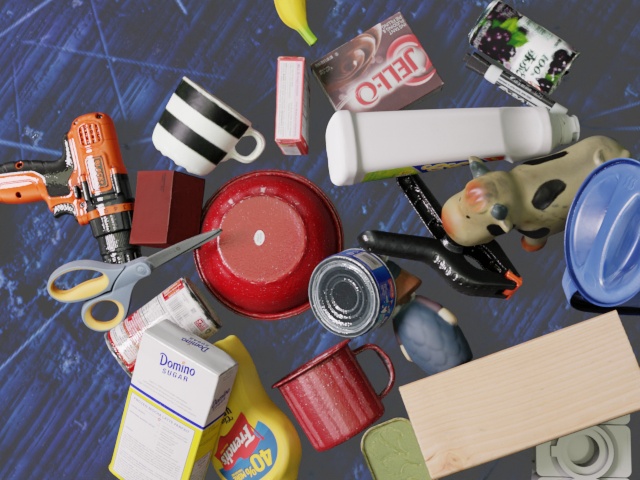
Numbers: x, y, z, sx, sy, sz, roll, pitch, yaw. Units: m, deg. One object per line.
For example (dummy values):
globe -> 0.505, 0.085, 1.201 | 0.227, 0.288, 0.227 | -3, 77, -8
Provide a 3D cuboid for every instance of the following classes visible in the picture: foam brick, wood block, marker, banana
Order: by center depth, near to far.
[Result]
wood block -> 0.190, 0.144, 0.986 | 0.206, 0.090, 0.091 | -21, 78, 10
foam brick -> -0.158, -0.031, 1.105 | 0.053, 0.051, 0.078 | 2, 82, 35
marker -> 0.202, -0.160, 1.113 | 0.121, 0.020, 0.020 | 33, 88, 7
banana -> -0.005, -0.308, 1.140 | 0.069, 0.037, 0.198 | 21, 87, -11

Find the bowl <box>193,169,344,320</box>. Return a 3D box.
bowl -> -0.057, 0.001, 1.101 | 0.162, 0.055, 0.162 | -1, 84, 5

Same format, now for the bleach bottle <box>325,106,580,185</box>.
bleach bottle -> 0.136, -0.101, 1.059 | 0.250, 0.102, 0.068 | -6, 85, -7

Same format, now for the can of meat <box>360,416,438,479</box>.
can of meat -> 0.082, 0.225, 1.051 | 0.057, 0.084, 0.102 | -23, 83, 2

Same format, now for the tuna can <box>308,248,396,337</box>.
tuna can -> 0.031, 0.053, 1.062 | 0.086, 0.033, 0.086 | 8, 105, 33

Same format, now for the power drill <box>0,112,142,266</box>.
power drill -> -0.287, -0.028, 1.125 | 0.187, 0.057, 0.184 | -13, 86, 2

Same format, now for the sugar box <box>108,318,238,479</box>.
sugar box -> -0.146, 0.174, 1.050 | 0.093, 0.048, 0.176 | 28, 115, 19

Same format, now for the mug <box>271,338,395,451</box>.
mug -> 0.021, 0.150, 1.065 | 0.117, 0.093, 0.081 | -31, 87, -10

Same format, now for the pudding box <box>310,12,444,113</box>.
pudding box -> 0.059, -0.171, 1.116 | 0.113, 0.039, 0.090 | -31, 84, 2

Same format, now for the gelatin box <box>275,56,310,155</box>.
gelatin box -> -0.029, -0.138, 1.103 | 0.030, 0.073, 0.089 | 1, 84, 5

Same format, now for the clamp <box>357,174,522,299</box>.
clamp -> 0.128, -0.003, 1.083 | 0.171, 0.039, 0.120 | 27, 55, -7

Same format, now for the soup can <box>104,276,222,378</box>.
soup can -> -0.160, 0.092, 1.094 | 0.102, 0.068, 0.068 | -37, 82, 0

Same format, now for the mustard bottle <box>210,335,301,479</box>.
mustard bottle -> -0.074, 0.198, 1.076 | 0.096, 0.058, 0.191 | -36, 83, 24

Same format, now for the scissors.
scissors -> -0.181, 0.044, 1.091 | 0.202, 0.016, 0.096 | -10, 123, 13
